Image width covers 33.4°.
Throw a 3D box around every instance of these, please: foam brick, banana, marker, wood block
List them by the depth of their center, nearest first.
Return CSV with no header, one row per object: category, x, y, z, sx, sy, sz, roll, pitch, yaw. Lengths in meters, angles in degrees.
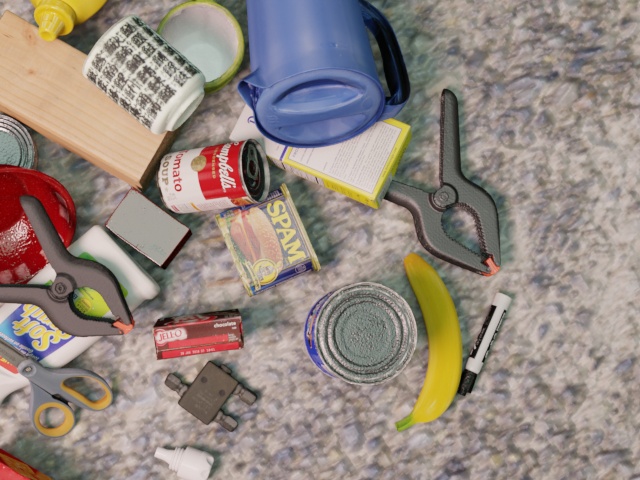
wood block,-0.257,-0.144,1.130,0.206,0.091,0.090,29,83,-2
foam brick,-0.184,-0.012,1.146,0.078,0.051,0.053,37,84,-1
banana,0.122,0.113,1.170,0.069,0.037,0.198,4,85,-6
marker,0.180,0.116,1.184,0.020,0.020,0.121,25,83,-3

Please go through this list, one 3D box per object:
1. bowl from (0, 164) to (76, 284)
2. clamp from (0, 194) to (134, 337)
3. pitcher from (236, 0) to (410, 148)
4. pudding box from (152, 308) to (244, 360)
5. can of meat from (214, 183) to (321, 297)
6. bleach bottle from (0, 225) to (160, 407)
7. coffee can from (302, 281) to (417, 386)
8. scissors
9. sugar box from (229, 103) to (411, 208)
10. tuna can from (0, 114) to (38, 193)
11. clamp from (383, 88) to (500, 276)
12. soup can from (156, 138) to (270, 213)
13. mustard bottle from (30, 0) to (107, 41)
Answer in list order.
bowl,-0.338,-0.023,1.104,0.162,0.162,0.055,-31,49,-7
clamp,-0.269,0.050,1.074,0.171,0.039,0.120,42,99,-4
pitcher,-0.006,-0.226,1.114,0.145,0.149,0.243,-18,60,18
pudding box,-0.126,0.097,1.110,0.090,0.113,0.039,-6,89,-6
can of meat,-0.058,0.001,1.154,0.084,0.057,0.102,-23,87,-4
bleach bottle,-0.294,0.101,1.122,0.251,0.068,0.102,-44,92,-5
coffee can,0.038,0.097,1.111,0.102,0.140,0.103,0,85,-5
scissors,-0.303,0.145,1.085,0.201,0.016,0.096,30,103,-39
sugar box,0.000,-0.111,1.156,0.176,0.048,0.093,24,81,14
tuna can,-0.348,-0.090,1.146,0.086,0.034,0.086,0,85,-5
clamp,0.123,-0.044,1.183,0.164,0.036,0.210,-28,84,-5
soup can,-0.113,-0.067,1.130,0.102,0.068,0.068,-7,85,23
mustard bottle,-0.255,-0.282,1.114,0.096,0.058,0.191,1,54,17
